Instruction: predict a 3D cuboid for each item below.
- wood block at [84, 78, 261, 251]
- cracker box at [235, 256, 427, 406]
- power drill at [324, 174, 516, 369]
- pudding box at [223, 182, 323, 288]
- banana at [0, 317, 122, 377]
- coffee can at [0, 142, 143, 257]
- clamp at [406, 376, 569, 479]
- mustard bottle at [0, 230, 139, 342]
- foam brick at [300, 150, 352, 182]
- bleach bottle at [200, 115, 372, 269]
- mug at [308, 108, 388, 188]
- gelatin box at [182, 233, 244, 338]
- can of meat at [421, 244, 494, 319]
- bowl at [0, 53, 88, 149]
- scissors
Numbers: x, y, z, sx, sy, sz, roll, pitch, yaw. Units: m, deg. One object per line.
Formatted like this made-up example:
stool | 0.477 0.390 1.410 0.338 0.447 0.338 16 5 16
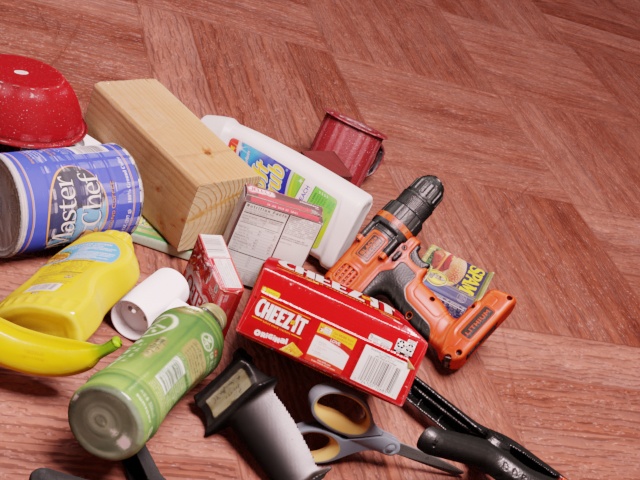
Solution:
wood block | -0.173 -0.090 1.200 0.090 0.090 0.206 -12 45 -44
cracker box | 0.008 0.079 1.033 0.164 0.072 0.213 25 2 -2
power drill | 0.124 0.038 1.197 0.188 0.184 0.057 40 -9 18
pudding box | -0.057 0.001 1.149 0.090 0.114 0.039 18 32 -13
banana | -0.269 0.072 0.897 0.197 0.070 0.037 22 20 -11
coffee can | -0.266 -0.043 1.079 0.140 0.103 0.103 -11 46 -44
clamp | 0.161 0.206 1.035 0.210 0.036 0.164 33 10 -6
mustard bottle | -0.226 0.039 1.013 0.096 0.058 0.191 -6 24 20
foam brick | -0.006 -0.066 1.320 0.051 0.078 0.053 0 40 -37
bleach bottle | -0.069 -0.069 1.262 0.251 0.103 0.068 29 15 10
mug | 0.038 -0.116 1.407 0.117 0.081 0.093 14 16 -46
gelatin box | -0.112 0.049 1.080 0.030 0.073 0.089 5 37 -28
can of meat | 0.150 0.057 1.268 0.084 0.057 0.102 27 31 9
bowl | -0.326 -0.158 1.149 0.162 0.055 0.162 15 26 -8
scissors | 0.045 0.200 1.004 0.201 0.096 0.016 44 14 -33
